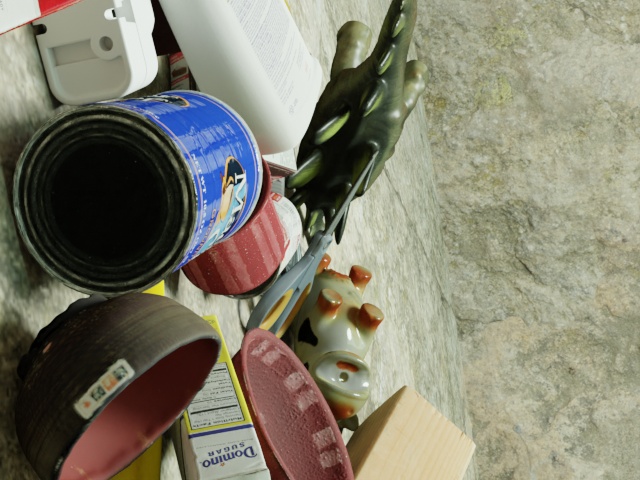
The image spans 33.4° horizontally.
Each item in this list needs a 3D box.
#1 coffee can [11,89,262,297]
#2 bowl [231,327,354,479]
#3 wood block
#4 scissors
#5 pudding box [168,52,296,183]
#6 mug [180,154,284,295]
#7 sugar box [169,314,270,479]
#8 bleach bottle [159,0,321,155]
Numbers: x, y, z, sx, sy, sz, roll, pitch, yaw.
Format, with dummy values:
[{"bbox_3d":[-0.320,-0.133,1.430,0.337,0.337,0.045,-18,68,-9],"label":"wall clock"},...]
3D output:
[{"bbox_3d":[-0.100,-0.032,0.618,0.140,0.103,0.103,-44,125,-75],"label":"coffee can"},{"bbox_3d":[-0.037,0.151,0.825,0.162,0.055,0.162,55,14,-22],"label":"bowl"},{"bbox_3d":[0.051,0.231,0.923,0.091,0.090,0.205,41,35,0],"label":"wood block"},{"bbox_3d":[-0.011,0.012,0.939,0.096,0.016,0.202,-26,147,-59],"label":"scissors"},{"bbox_3d":[-0.070,-0.102,0.866,0.113,0.039,0.090,16,62,-51],"label":"pudding box"},{"bbox_3d":[-0.079,-0.020,0.774,0.117,0.093,0.081,46,-14,32],"label":"mug"},{"bbox_3d":[-0.063,0.126,0.641,0.176,0.048,0.093,-125,-152,-60],"label":"sugar box"},{"bbox_3d":[-0.071,-0.175,0.710,0.250,0.068,0.102,65,29,-45],"label":"bleach bottle"}]
